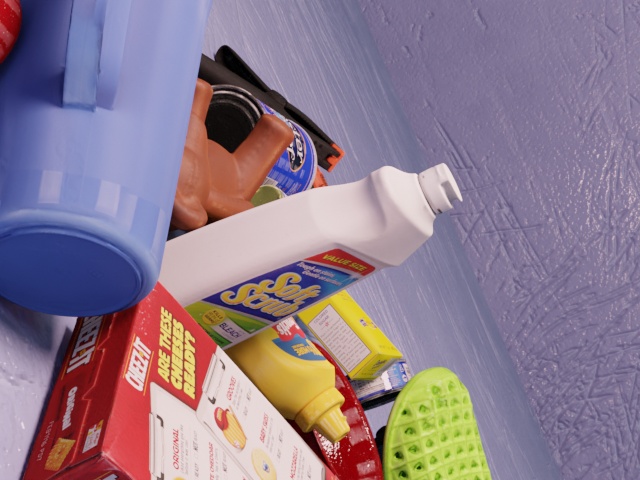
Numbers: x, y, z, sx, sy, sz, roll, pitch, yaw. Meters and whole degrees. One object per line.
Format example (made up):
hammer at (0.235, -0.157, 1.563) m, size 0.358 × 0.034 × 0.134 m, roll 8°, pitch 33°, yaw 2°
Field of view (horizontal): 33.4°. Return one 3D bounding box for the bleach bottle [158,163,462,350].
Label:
bleach bottle at (-0.025, 0.009, 0.737) m, size 0.102 × 0.251 × 0.068 m, roll 47°, pitch 22°, yaw -51°

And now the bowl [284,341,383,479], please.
bowl at (-0.003, 0.174, 0.950) m, size 0.162 × 0.055 × 0.162 m, roll 58°, pitch 15°, yaw -26°

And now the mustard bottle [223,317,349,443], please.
mustard bottle at (-0.043, 0.081, 0.843) m, size 0.192 × 0.058 × 0.096 m, roll 50°, pitch 10°, yaw 17°

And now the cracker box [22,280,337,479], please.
cracker box at (-0.073, 0.151, 0.648) m, size 0.213 × 0.072 × 0.164 m, roll 51°, pitch 20°, yaw -26°

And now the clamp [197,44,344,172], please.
clamp at (-0.064, -0.154, 1.213) m, size 0.210 × 0.036 × 0.164 m, roll 41°, pitch 16°, yaw 6°

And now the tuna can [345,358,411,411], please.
tuna can at (0.057, 0.157, 1.142) m, size 0.086 × 0.086 × 0.034 m, roll 27°, pitch 41°, yaw -68°

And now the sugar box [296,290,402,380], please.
sugar box at (0.003, 0.063, 1.081) m, size 0.176 × 0.048 × 0.093 m, roll 51°, pitch 9°, yaw 18°

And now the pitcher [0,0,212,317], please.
pitcher at (-0.140, -0.086, 0.650) m, size 0.149 × 0.145 × 0.243 m, roll 41°, pitch 40°, yaw -43°

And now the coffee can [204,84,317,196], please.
coffee can at (-0.073, -0.085, 1.044) m, size 0.103 × 0.103 × 0.140 m, roll 68°, pitch 14°, yaw 13°
